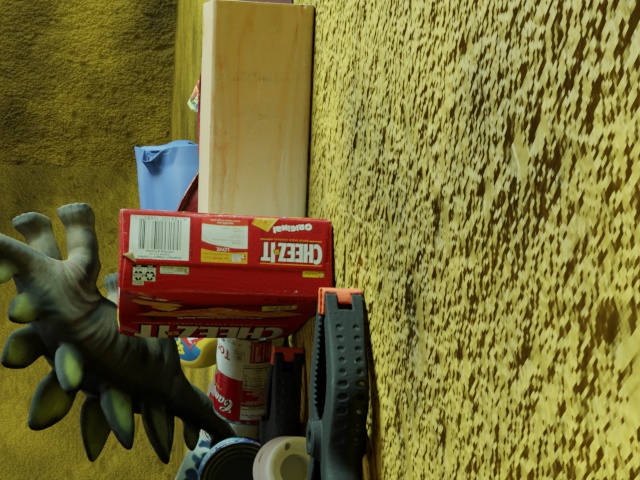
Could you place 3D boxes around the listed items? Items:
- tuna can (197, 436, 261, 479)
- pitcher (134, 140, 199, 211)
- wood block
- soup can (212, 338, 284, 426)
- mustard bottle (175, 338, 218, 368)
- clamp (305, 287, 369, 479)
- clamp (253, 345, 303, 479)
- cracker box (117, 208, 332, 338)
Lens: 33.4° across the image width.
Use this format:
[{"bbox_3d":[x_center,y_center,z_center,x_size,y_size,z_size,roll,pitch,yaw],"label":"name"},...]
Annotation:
[{"bbox_3d":[-0.079,0.238,1.057,0.034,0.086,0.086,-173,83,-81],"label":"tuna can"},{"bbox_3d":[-0.183,-0.020,1.505,0.145,0.149,0.243,-165,73,-72],"label":"pitcher"},{"bbox_3d":[-0.060,-0.106,0.952,0.091,0.090,0.206,-135,47,-75],"label":"wood block"},{"bbox_3d":[-0.071,0.124,1.065,0.068,0.068,0.102,-110,24,-62],"label":"soup can"},{"bbox_3d":[-0.128,0.088,1.176,0.192,0.058,0.096,-32,69,44],"label":"mustard bottle"},{"bbox_3d":[0.008,0.139,0.719,0.165,0.036,0.210,136,135,-75],"label":"clamp"},{"bbox_3d":[-0.039,0.177,0.975,0.120,0.039,0.171,-159,76,-74],"label":"clamp"},{"bbox_3d":[-0.088,0.036,0.901,0.214,0.164,0.072,126,145,-72],"label":"cracker box"}]
